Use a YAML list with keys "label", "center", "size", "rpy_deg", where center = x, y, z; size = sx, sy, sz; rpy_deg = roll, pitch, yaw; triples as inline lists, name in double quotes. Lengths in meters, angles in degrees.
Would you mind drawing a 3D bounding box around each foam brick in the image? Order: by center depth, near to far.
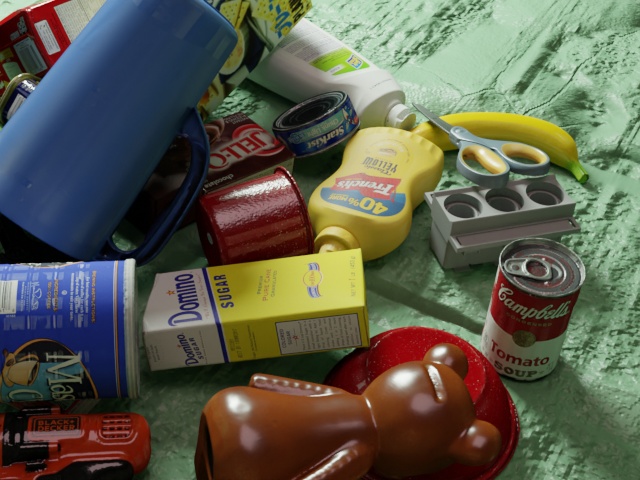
- label: "foam brick"
  center: [-0.158, -0.046, 0.995]
  size: [0.051, 0.053, 0.078]
  rpy_deg: [-31, 54, -34]

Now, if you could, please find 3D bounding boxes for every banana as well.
- label: "banana"
  center: [0.180, -0.105, 1.105]
  size: [0.198, 0.037, 0.069]
  rpy_deg: [8, 41, 4]

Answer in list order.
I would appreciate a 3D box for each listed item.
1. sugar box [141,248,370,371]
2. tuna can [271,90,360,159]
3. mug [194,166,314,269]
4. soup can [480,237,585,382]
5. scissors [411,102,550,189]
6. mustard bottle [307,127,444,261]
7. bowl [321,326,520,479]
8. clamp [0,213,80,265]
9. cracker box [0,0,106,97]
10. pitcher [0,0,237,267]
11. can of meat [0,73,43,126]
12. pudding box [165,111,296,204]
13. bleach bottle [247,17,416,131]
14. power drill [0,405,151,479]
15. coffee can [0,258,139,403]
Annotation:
- label: "sugar box"
  center: [-0.051, 0.054, 0.860]
  size: [0.176, 0.048, 0.093]
  rpy_deg: [-5, 28, 3]
- label: "tuna can"
  center: [-0.005, -0.117, 1.073]
  size: [0.086, 0.033, 0.086]
  rpy_deg: [-21, 23, 9]
- label: "mug"
  center: [-0.056, 0.001, 0.935]
  size: [0.081, 0.093, 0.117]
  rpy_deg: [-17, 82, -17]
- label: "soup can"
  center: [0.171, 0.057, 0.870]
  size: [0.068, 0.102, 0.068]
  rpy_deg: [3, 41, -3]
- label: "scissors"
  center: [0.157, -0.099, 1.043]
  size: [0.096, 0.016, 0.202]
  rpy_deg: [-2, 29, -8]
- label: "mustard bottle"
  center: [0.042, -0.033, 0.994]
  size: [0.096, 0.058, 0.191]
  rpy_deg: [17, 43, 16]
- label: "bowl"
  center: [0.079, 0.118, 0.829]
  size: [0.162, 0.055, 0.162]
  rpy_deg: [2, 42, -2]
- label: "clamp"
  center: [-0.272, 0.025, 0.913]
  size: [0.172, 0.039, 0.120]
  rpy_deg: [30, 49, 26]
- label: "cracker box"
  center: [-0.239, -0.229, 1.121]
  size: [0.213, 0.072, 0.164]
  rpy_deg: [-32, 15, -33]
- label: "pitcher"
  center: [-0.171, -0.104, 0.911]
  size: [0.243, 0.149, 0.145]
  rpy_deg: [-54, 45, 1]
- label: "can of meat"
  center: [-0.246, -0.109, 1.028]
  size: [0.084, 0.057, 0.102]
  rpy_deg: [34, 7, 26]
- label: "pudding box"
  center: [-0.095, -0.076, 1.044]
  size: [0.113, 0.039, 0.090]
  rpy_deg: [-27, 51, -31]
- label: "bleach bottle"
  center: [-0.006, -0.180, 1.156]
  size: [0.251, 0.068, 0.102]
  rpy_deg: [36, 52, 27]
- label: "power drill"
  center: [-0.205, 0.192, 0.716]
  size: [0.184, 0.057, 0.187]
  rpy_deg: [-3, 42, -8]
- label: "coffee can"
  center: [-0.204, 0.067, 0.777]
  size: [0.140, 0.103, 0.103]
  rpy_deg: [-2, 42, -8]
